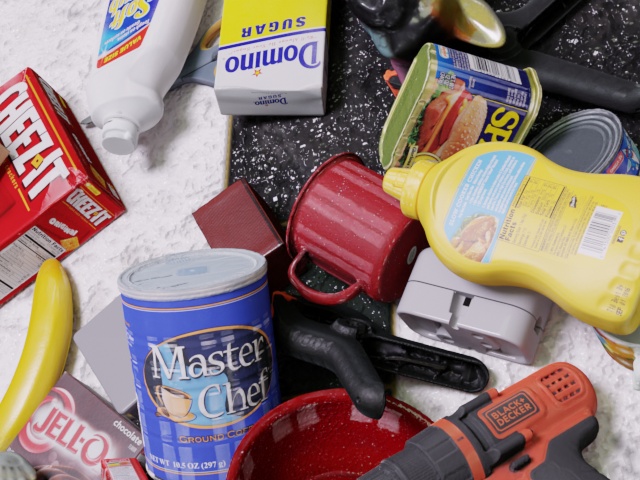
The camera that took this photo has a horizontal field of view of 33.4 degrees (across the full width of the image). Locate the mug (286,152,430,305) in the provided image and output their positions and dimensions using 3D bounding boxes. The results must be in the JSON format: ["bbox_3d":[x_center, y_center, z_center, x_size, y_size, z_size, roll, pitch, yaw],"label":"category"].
[{"bbox_3d":[0.027,0.001,0.781,0.082,0.093,0.117,31,62,28],"label":"mug"}]

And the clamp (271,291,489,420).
[{"bbox_3d":[0.032,0.076,0.757,0.172,0.120,0.039,32,111,49],"label":"clamp"}]

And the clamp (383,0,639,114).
[{"bbox_3d":[0.153,-0.140,0.827,0.210,0.036,0.164,-18,53,18],"label":"clamp"}]

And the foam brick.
[{"bbox_3d":[-0.056,0.001,0.845,0.051,0.053,0.078,-36,55,4],"label":"foam brick"}]

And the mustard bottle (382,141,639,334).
[{"bbox_3d":[0.127,-0.014,0.694,0.192,0.058,0.096,20,77,27],"label":"mustard bottle"}]

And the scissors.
[{"bbox_3d":[-0.123,-0.139,0.968,0.202,0.016,0.096,-37,56,4],"label":"scissors"}]

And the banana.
[{"bbox_3d":[-0.244,0.107,0.886,0.070,0.037,0.197,12,71,28],"label":"banana"}]

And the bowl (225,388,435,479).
[{"bbox_3d":[0.018,0.178,0.697,0.162,0.055,0.162,2,50,-3],"label":"bowl"}]

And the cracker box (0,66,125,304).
[{"bbox_3d":[-0.305,-0.032,0.964,0.214,0.072,0.164,-37,56,3],"label":"cracker box"}]

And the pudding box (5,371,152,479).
[{"bbox_3d":[-0.185,0.168,0.827,0.114,0.039,0.090,29,80,33],"label":"pudding box"}]

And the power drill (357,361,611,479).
[{"bbox_3d":[0.132,0.175,0.635,0.184,0.057,0.188,-26,57,-20],"label":"power drill"}]

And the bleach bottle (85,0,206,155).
[{"bbox_3d":[-0.152,-0.189,0.964,0.103,0.068,0.250,-9,57,25],"label":"bleach bottle"}]

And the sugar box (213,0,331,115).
[{"bbox_3d":[-0.038,-0.193,0.926,0.093,0.048,0.176,0,62,5],"label":"sugar box"}]

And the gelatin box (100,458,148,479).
[{"bbox_3d":[-0.137,0.205,0.748,0.030,0.073,0.089,0,94,-17],"label":"gelatin box"}]

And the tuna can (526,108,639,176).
[{"bbox_3d":[0.181,-0.051,0.754,0.086,0.033,0.086,-32,31,21],"label":"tuna can"}]

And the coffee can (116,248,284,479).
[{"bbox_3d":[-0.080,0.086,0.743,0.103,0.102,0.140,1,105,25],"label":"coffee can"}]

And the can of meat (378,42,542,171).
[{"bbox_3d":[0.098,-0.086,0.770,0.084,0.102,0.057,15,38,-12],"label":"can of meat"}]
